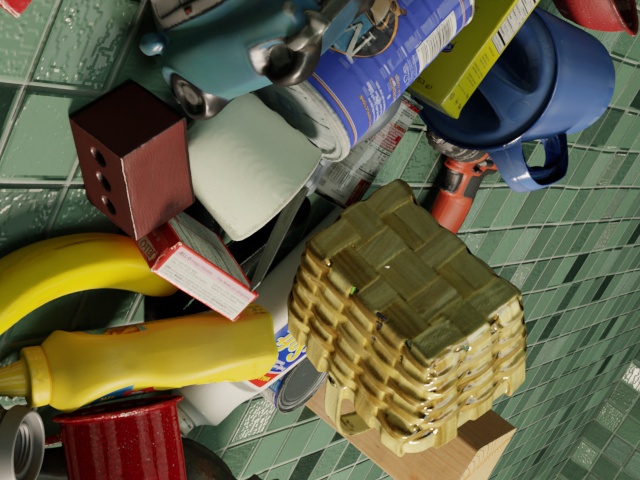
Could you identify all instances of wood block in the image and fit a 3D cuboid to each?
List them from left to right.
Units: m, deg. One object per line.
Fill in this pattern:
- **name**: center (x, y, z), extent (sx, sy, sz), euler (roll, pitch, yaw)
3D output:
- **wood block**: center (0.084, 0.175, 1.108), extent (0.090, 0.206, 0.090), euler (-10, 130, -54)

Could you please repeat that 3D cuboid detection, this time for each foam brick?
- **foam brick**: center (-0.117, -0.050, 0.670), extent (0.051, 0.053, 0.078), euler (-39, 150, -28)

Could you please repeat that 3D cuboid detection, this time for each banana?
- **banana**: center (-0.163, 0.027, 0.703), extent (0.197, 0.037, 0.070), euler (-20, 135, -50)

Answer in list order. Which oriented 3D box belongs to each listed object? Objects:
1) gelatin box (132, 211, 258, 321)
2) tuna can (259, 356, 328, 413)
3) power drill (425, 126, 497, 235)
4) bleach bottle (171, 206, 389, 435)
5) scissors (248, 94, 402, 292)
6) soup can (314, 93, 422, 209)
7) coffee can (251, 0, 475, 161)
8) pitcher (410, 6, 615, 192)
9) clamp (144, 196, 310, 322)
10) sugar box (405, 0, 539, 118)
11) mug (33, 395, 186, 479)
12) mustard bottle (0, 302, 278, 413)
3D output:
- **gelatin box**: center (-0.092, 0.009, 0.731), extent (0.030, 0.073, 0.089), euler (-46, 136, 7)
- **tuna can**: center (-0.024, 0.129, 1.068), extent (0.086, 0.034, 0.086), euler (-39, 151, -27)
- **power drill**: center (0.124, -0.043, 1.076), extent (0.184, 0.057, 0.188), euler (0, 123, -59)
- **bleach bottle**: center (-0.043, 0.083, 0.949), extent (0.250, 0.068, 0.102), euler (-43, 148, -16)
- **scissors**: center (0.007, -0.053, 0.759), extent (0.016, 0.096, 0.201), euler (51, 37, -41)
- **soup can**: center (0.026, -0.082, 0.852), extent (0.102, 0.069, 0.068), euler (-57, 154, 8)
- **coffee can**: center (0.023, -0.139, 0.736), extent (0.140, 0.103, 0.103), euler (-48, 154, -13)
- **pitcher**: center (0.191, -0.140, 0.979), extent (0.242, 0.145, 0.149), euler (-9, 127, -59)
- **clamp**: center (-0.089, 0.018, 0.818), extent (0.120, 0.039, 0.171), euler (30, 97, -47)
- **sugar box**: center (0.116, -0.193, 0.839), extent (0.176, 0.093, 0.048), euler (-56, 154, 4)
- **mug**: center (-0.149, 0.159, 0.751), extent (0.117, 0.081, 0.093), euler (-8, 177, -19)
- **mustard bottle**: center (-0.133, 0.084, 0.754), extent (0.191, 0.058, 0.096), euler (-7, 176, -26)
